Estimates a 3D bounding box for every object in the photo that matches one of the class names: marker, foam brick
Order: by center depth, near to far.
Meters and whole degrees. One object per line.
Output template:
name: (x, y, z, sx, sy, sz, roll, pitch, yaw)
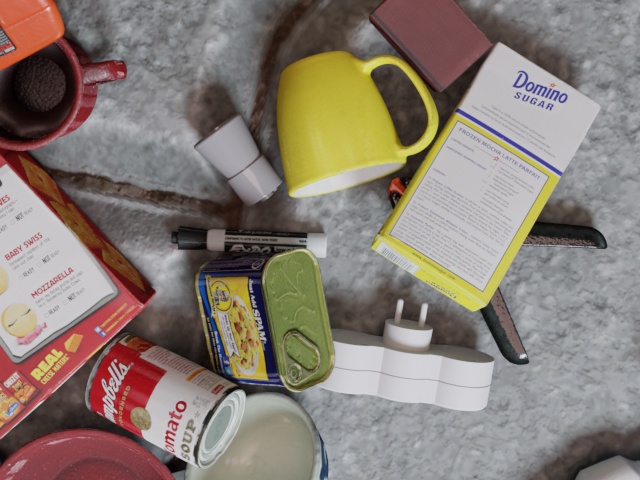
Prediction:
foam brick: (0.080, -0.155, 0.791, 0.051, 0.053, 0.078, -43, 96, 6)
marker: (-0.055, 0.001, 0.830, 0.121, 0.020, 0.020, 3, 98, 0)

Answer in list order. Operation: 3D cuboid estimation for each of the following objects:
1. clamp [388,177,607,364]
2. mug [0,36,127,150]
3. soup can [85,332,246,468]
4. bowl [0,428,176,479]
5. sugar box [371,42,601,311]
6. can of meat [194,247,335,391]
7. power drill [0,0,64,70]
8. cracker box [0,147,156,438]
clamp: (0.120, 0.014, 0.816, 0.171, 0.039, 0.120, 26, 83, 3)
mug: (-0.200, -0.117, 0.785, 0.117, 0.081, 0.093, -12, 97, 3)
soup can: (-0.116, 0.121, 0.806, 0.102, 0.068, 0.068, 23, 98, 19)
bowl: (-0.178, 0.218, 0.824, 0.162, 0.055, 0.162, 0, 95, 0)
sugar box: (0.121, -0.047, 0.783, 0.093, 0.048, 0.176, 33, 76, 1)
can of meat: (-0.043, 0.059, 0.800, 0.084, 0.057, 0.102, -4, 99, 45)
power drill: (-0.225, -0.194, 0.735, 0.184, 0.188, 0.057, -27, 135, 5)
cracker box: (-0.258, 0.021, 0.810, 0.164, 0.072, 0.213, -43, 94, 5)
